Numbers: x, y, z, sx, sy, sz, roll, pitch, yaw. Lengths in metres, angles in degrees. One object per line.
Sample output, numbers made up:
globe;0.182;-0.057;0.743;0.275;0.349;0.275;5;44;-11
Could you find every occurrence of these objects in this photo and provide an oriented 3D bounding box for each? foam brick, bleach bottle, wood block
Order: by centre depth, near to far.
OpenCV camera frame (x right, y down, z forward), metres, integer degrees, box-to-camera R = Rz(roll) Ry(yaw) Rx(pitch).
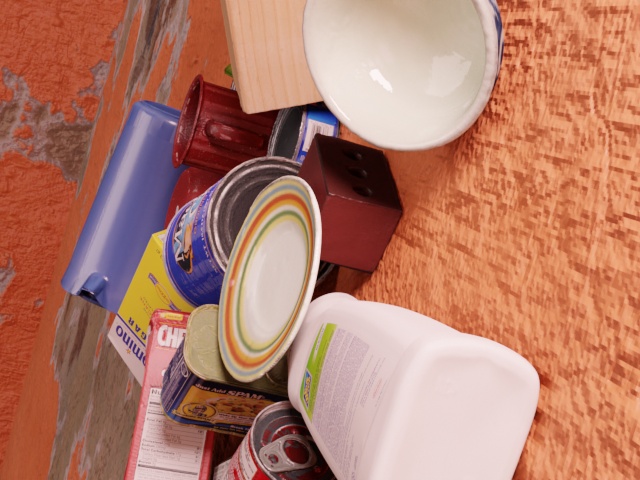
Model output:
bleach bottle;0.028;0.072;0.584;0.251;0.068;0.102;-145;73;-73
foam brick;0.015;-0.026;0.706;0.078;0.053;0.051;-103;32;-53
wood block;-0.035;-0.212;0.801;0.091;0.090;0.206;-110;11;-61

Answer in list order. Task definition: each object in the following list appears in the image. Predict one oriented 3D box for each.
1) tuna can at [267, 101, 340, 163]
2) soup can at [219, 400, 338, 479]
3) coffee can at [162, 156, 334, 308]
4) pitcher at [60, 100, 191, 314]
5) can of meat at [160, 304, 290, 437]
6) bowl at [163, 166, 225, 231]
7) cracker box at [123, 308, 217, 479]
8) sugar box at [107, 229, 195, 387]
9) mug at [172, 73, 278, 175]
tuna can;-0.015;-0.077;0.863;0.086;0.033;0.086;-166;90;-72
soup can;-0.029;0.159;0.675;0.068;0.068;0.102;-96;26;-46
coffee can;-0.055;0.001;0.815;0.140;0.102;0.103;157;125;-67
pitcher;-0.204;-0.037;1.268;0.149;0.144;0.243;35;107;58
can of meat;-0.056;0.096;0.750;0.084;0.102;0.057;123;156;-51
bowl;-0.126;-0.023;1.117;0.162;0.055;0.162;-166;90;-71
cracker box;-0.124;0.177;0.881;0.164;0.072;0.213;114;164;-73
sugar box;-0.157;0.076;1.083;0.093;0.048;0.176;51;134;20
mug;-0.088;-0.103;1.021;0.117;0.081;0.093;-158;83;-72
